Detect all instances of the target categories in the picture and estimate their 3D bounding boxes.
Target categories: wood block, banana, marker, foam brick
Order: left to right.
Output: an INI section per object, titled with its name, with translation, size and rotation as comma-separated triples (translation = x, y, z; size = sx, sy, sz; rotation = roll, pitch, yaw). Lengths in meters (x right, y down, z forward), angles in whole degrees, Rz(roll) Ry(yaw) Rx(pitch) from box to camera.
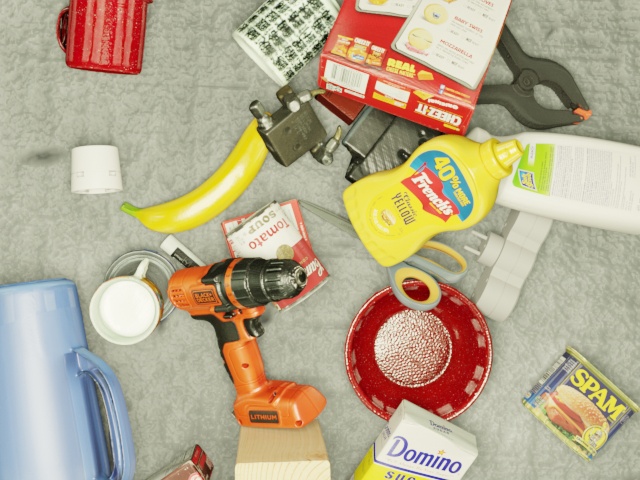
[marker]
translation = -0.126, 0.039, 1.182
size = 0.121, 0.020, 0.020
rotation = 41, 89, -2
[banana]
translation = -0.122, -0.063, 1.172
size = 0.198, 0.037, 0.069
rotation = -33, 92, -1
[wood block]
translation = -0.040, 0.248, 1.097
size = 0.091, 0.206, 0.090
rotation = 0, 91, -3
[foam brick]
translation = 0.037, -0.174, 1.168
size = 0.053, 0.051, 0.078
rotation = 38, 89, -2

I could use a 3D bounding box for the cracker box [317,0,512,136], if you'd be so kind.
[cracker box]
translation = 0.108, -0.231, 1.116
size = 0.164, 0.072, 0.213
rotation = 20, 65, 4

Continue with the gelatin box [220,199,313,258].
[gelatin box]
translation = -0.058, 0.001, 1.179
size = 0.089, 0.030, 0.073
rotation = -18, 93, -2

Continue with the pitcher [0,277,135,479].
[pitcher]
translation = -0.288, 0.164, 1.125
size = 0.149, 0.145, 0.243
rotation = -7, 88, -20

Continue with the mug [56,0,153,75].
[mug]
translation = -0.239, -0.223, 1.145
size = 0.117, 0.093, 0.081
rotation = 9, 96, 28

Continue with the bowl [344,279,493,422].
[bowl]
translation = 0.105, 0.121, 1.174
size = 0.162, 0.055, 0.162
rotation = 0, 91, -2

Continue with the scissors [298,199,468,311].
[scissors]
translation = 0.058, 0.017, 1.151
size = 0.202, 0.016, 0.096
rotation = 16, 55, 9

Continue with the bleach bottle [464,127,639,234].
[bleach bottle]
translation = 0.242, -0.076, 1.139
size = 0.250, 0.068, 0.102
rotation = 12, 75, -14

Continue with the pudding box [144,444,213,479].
[pudding box]
translation = -0.171, 0.272, 1.151
size = 0.113, 0.090, 0.039
rotation = -33, 91, -1

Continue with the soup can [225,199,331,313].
[soup can]
translation = -0.045, 0.016, 1.131
size = 0.068, 0.068, 0.102
rotation = -36, 94, -1

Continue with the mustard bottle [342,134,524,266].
[mustard bottle]
translation = 0.120, -0.052, 1.076
size = 0.192, 0.058, 0.096
rotation = -28, 90, 32

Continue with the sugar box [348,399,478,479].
[sugar box]
translation = 0.085, 0.266, 1.152
size = 0.093, 0.048, 0.176
rotation = 27, 113, -8

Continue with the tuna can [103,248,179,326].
[tuna can]
translation = -0.195, 0.052, 1.173
size = 0.086, 0.034, 0.086
rotation = 0, 91, -2

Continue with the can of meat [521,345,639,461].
[can of meat]
translation = 0.286, 0.182, 1.183
size = 0.102, 0.057, 0.084
rotation = 42, 92, -2

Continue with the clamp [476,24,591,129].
[clamp]
translation = 0.214, -0.167, 1.181
size = 0.171, 0.039, 0.120
rotation = 36, 90, -1

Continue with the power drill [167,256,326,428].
[power drill]
translation = -0.061, 0.104, 1.113
size = 0.057, 0.185, 0.187
rotation = -36, 111, -43
